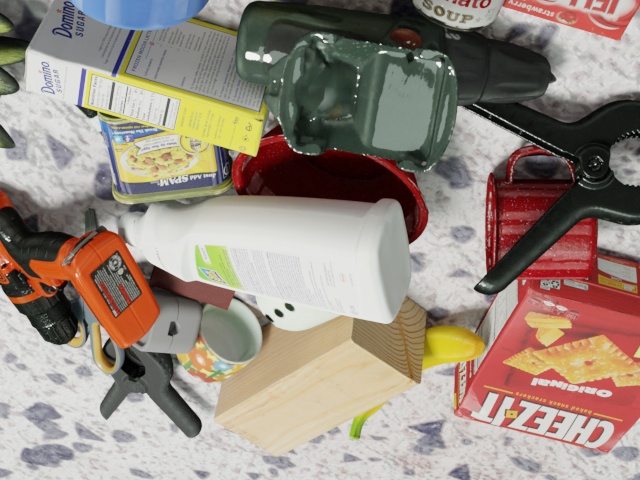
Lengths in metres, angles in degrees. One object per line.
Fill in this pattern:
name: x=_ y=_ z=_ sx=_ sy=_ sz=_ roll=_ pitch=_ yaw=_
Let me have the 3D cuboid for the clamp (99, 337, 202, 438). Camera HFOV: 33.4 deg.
clamp: x=-0.202 y=0.149 z=1.150 sx=0.120 sy=0.039 sz=0.171 roll=-1 pitch=128 yaw=15

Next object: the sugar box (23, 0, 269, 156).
sugar box: x=-0.120 y=-0.128 z=0.795 sx=0.176 sy=0.093 sz=0.048 roll=15 pitch=136 yaw=-3

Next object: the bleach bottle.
bleach bottle: x=-0.056 y=0.001 z=0.870 sx=0.251 sy=0.068 sz=0.102 roll=9 pitch=138 yaw=23

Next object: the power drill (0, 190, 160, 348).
power drill: x=-0.234 y=0.041 z=0.975 sx=0.188 sy=0.057 sz=0.184 roll=11 pitch=138 yaw=40

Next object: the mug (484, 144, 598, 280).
mug: x=0.177 y=-0.020 z=0.860 sx=0.081 sy=0.093 sz=0.117 roll=0 pitch=107 yaw=5

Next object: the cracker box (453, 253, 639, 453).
cracker box: x=0.232 y=0.104 z=0.984 sx=0.164 sy=0.072 sz=0.214 roll=15 pitch=138 yaw=-3

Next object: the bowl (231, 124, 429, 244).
bowl: x=0.013 y=-0.054 z=0.860 sx=0.162 sy=0.055 sz=0.162 roll=13 pitch=150 yaw=7

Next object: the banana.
banana: x=0.091 y=0.125 z=1.041 sx=0.037 sy=0.069 sz=0.198 roll=14 pitch=139 yaw=-32

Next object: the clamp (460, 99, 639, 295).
clamp: x=0.196 y=-0.063 z=0.805 sx=0.210 sy=0.164 sz=0.036 roll=-16 pitch=176 yaw=3

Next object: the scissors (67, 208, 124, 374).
scissors: x=-0.240 y=0.047 z=1.062 sx=0.096 sy=0.016 sz=0.202 roll=13 pitch=126 yaw=30

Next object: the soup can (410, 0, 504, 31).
soup can: x=0.102 y=-0.196 z=0.693 sx=0.068 sy=0.068 sz=0.102 roll=15 pitch=138 yaw=-5

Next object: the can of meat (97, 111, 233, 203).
can of meat: x=-0.124 y=-0.082 z=0.860 sx=0.102 sy=0.057 sz=0.084 roll=-7 pitch=133 yaw=-2

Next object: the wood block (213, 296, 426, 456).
wood block: x=-0.002 y=0.123 z=1.041 sx=0.090 sy=0.090 sz=0.206 roll=35 pitch=132 yaw=-25

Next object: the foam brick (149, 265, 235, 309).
foam brick: x=-0.111 y=0.019 z=0.982 sx=0.078 sy=0.051 sz=0.053 roll=19 pitch=136 yaw=-9
